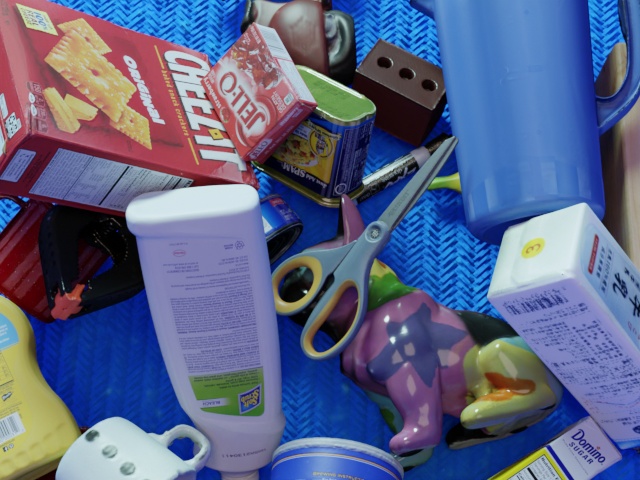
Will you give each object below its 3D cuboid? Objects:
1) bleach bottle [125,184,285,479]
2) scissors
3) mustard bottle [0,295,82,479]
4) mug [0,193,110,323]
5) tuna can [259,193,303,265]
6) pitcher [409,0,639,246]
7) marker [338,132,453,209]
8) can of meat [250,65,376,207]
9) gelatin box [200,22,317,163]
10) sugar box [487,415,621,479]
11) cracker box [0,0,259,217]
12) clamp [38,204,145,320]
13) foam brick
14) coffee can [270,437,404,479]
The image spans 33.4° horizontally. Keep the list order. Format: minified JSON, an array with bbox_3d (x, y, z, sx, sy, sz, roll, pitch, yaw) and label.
[{"bbox_3d":[-0.083,0.086,0.828,0.102,0.068,0.251,-5,110,-1],"label":"bleach bottle"},{"bbox_3d":[0.025,-0.004,0.834,0.096,0.016,0.202,23,86,28],"label":"scissors"},{"bbox_3d":[-0.265,0.098,0.829,0.096,0.058,0.192,-27,75,-7],"label":"mustard bottle"},{"bbox_3d":[-0.240,0.009,0.889,0.081,0.093,0.117,-51,122,-7],"label":"mug"},{"bbox_3d":[-0.056,0.001,0.896,0.086,0.086,0.034,-38,78,-9],"label":"tuna can"},{"bbox_3d":[0.173,-0.124,0.868,0.144,0.149,0.243,7,70,-33],"label":"pitcher"},{"bbox_3d":[0.067,-0.061,0.945,0.121,0.020,0.020,-30,76,-7],"label":"marker"},{"bbox_3d":[-0.006,-0.090,0.904,0.102,0.084,0.057,30,41,25],"label":"can of meat"},{"bbox_3d":[-0.051,-0.119,0.865,0.073,0.030,0.089,-42,62,28],"label":"gelatin box"},{"bbox_3d":[0.142,0.204,0.829,0.176,0.093,0.048,-35,77,-9],"label":"sugar box"},{"bbox_3d":[-0.167,-0.102,0.849,0.072,0.213,0.164,-46,51,32],"label":"cracker box"},{"bbox_3d":[-0.174,-0.020,0.851,0.164,0.036,0.209,37,36,-8],"label":"clamp"},{"bbox_3d":[0.070,-0.129,0.939,0.078,0.051,0.053,28,53,8],"label":"foam brick"},{"bbox_3d":[0.005,0.231,0.788,0.103,0.103,0.140,6,57,3],"label":"coffee can"}]
